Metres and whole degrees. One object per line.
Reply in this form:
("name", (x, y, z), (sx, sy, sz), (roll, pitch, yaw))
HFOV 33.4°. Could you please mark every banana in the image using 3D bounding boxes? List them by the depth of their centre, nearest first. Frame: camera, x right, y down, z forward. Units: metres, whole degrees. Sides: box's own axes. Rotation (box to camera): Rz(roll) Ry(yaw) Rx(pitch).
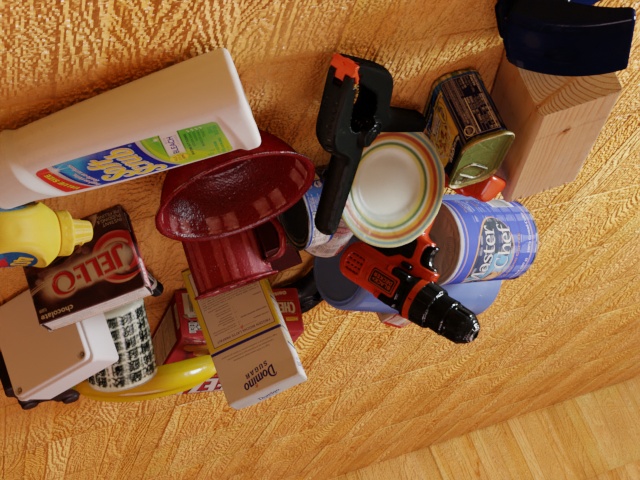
("banana", (-0.206, 0.165, 1.289), (0.197, 0.070, 0.037), (-4, 114, -20))

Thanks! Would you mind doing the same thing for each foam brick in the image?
("foam brick", (-0.058, 0.001, 1.218), (0.053, 0.051, 0.078), (-21, 159, 1))

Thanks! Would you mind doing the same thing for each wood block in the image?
("wood block", (0.237, -0.131, 1.132), (0.090, 0.090, 0.206), (-18, 160, -8))

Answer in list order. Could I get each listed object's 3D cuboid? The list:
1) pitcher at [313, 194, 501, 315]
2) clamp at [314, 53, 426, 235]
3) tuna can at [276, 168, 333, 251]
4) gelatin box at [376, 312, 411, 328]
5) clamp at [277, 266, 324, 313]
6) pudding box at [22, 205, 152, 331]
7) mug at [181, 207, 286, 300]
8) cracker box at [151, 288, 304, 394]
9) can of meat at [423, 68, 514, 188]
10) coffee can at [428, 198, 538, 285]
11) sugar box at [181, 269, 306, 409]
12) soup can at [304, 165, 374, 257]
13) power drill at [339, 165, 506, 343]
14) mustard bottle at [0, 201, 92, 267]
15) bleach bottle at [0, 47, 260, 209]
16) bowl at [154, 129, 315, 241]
("pitcher", (0.115, 0.025, 1.370), (0.242, 0.149, 0.145), (3, 164, -42))
("clamp", (0.044, -0.113, 1.016), (0.164, 0.036, 0.210), (-47, 155, -21))
("tuna can", (-0.017, -0.034, 1.122), (0.033, 0.086, 0.086), (-15, 158, -24))
("gelatin box", (0.093, 0.076, 1.503), (0.030, 0.089, 0.073), (-30, 159, 17))
("clamp", (-0.007, 0.070, 1.455), (0.120, 0.039, 0.172), (15, 145, -42))
("pudding box", (-0.232, 0.028, 1.053), (0.113, 0.090, 0.039), (-22, 160, 0))
("mug", (-0.091, 0.007, 1.123), (0.117, 0.081, 0.093), (-20, 176, 23))
("cracker box", (-0.133, 0.138, 1.419), (0.164, 0.072, 0.214), (0, 152, -22))
("can of meat", (0.147, -0.114, 1.089), (0.057, 0.084, 0.102), (-18, 159, -12))
("coffee can", (0.178, 0.001, 1.283), (0.140, 0.103, 0.103), (-3, 152, -40))
("sugar box", (-0.090, 0.101, 1.253), (0.093, 0.176, 0.048), (-24, 159, 5))
("soup can", (0.014, -0.031, 1.185), (0.068, 0.068, 0.102), (-12, 158, -24))
("power drill", (0.129, 0.000, 1.180), (0.188, 0.185, 0.057), (-63, 153, 8))
("mustard bottle", (-0.289, -0.001, 0.913), (0.191, 0.058, 0.096), (-6, 174, -31))
("bleach bottle", (-0.181, -0.079, 0.882), (0.251, 0.068, 0.102), (-19, 161, 0))
("bowl", (-0.089, -0.061, 1.023), (0.162, 0.055, 0.162), (-19, 159, -8))
